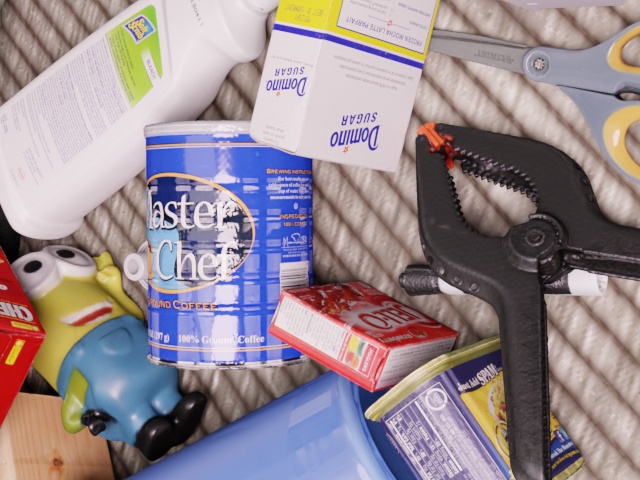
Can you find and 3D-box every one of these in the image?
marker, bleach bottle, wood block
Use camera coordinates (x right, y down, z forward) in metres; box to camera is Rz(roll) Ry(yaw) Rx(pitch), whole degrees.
[{"bbox_3d":[0.098,0.022,0.593,0.121,0.020,0.020,-2,91,34],"label":"marker"},{"bbox_3d":[-0.119,-0.099,0.710,0.251,0.068,0.102,-30,76,29],"label":"bleach bottle"},{"bbox_3d":[-0.190,0.217,0.724,0.090,0.090,0.206,-36,57,29],"label":"wood block"}]

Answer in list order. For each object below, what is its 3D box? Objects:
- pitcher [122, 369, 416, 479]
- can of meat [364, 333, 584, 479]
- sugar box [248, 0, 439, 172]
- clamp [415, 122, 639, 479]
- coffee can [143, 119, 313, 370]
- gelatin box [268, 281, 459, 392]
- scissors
[{"bbox_3d":[-0.047,0.182,0.615,0.243,0.145,0.149,-33,104,18],"label":"pitcher"},{"bbox_3d":[0.084,0.103,0.558,0.058,0.101,0.084,-44,71,28],"label":"can of meat"},{"bbox_3d":[0.022,-0.131,0.586,0.048,0.093,0.176,24,101,40],"label":"sugar box"},{"bbox_3d":[0.123,0.004,0.543,0.164,0.036,0.210,-31,55,0],"label":"clamp"},{"bbox_3d":[-0.054,0.001,0.645,0.103,0.102,0.140,1,93,34],"label":"coffee can"},{"bbox_3d":[0.026,0.051,0.601,0.073,0.089,0.030,27,105,30],"label":"gelatin box"},{"bbox_3d":[0.127,-0.075,0.572,0.202,0.016,0.096,2,98,40],"label":"scissors"}]
